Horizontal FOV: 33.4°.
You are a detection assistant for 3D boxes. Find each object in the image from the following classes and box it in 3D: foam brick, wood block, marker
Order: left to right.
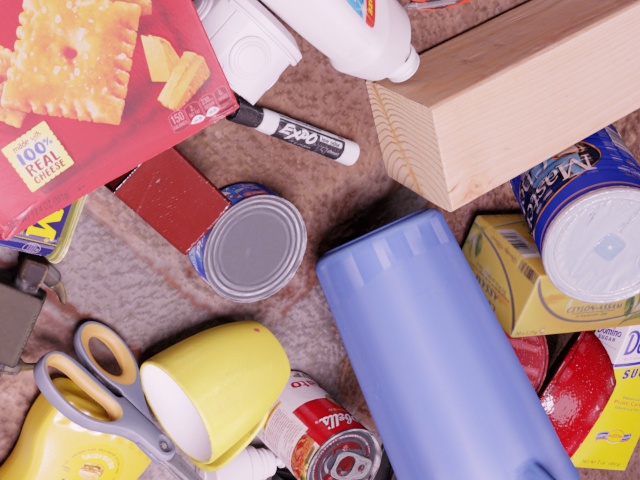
[{"bbox_3d":[-0.109,-0.037,0.730,0.051,0.053,0.078,-48,129,-5],"label":"foam brick"},{"bbox_3d":[-0.021,-0.081,0.789,0.120,0.020,0.020,17,102,-38],"label":"marker"},{"bbox_3d":[0.151,-0.118,0.841,0.205,0.090,0.091,-28,124,-19],"label":"wood block"}]

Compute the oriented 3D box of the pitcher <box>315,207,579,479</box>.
[{"bbox_3d":[0.086,0.105,0.835,0.149,0.144,0.243,-25,90,22],"label":"pitcher"}]

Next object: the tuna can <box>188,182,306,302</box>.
[{"bbox_3d":[-0.055,0.001,0.796,0.086,0.034,0.086,-14,119,-28],"label":"tuna can"}]

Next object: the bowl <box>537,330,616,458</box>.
[{"bbox_3d":[0.225,0.153,0.984,0.162,0.055,0.162,-54,168,-18],"label":"bowl"}]

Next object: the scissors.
[{"bbox_3d":[-0.118,0.130,0.765,0.016,0.096,0.201,-36,119,28],"label":"scissors"}]

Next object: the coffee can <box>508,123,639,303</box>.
[{"bbox_3d":[0.215,-0.030,0.862,0.103,0.140,0.103,-1,122,-2],"label":"coffee can"}]

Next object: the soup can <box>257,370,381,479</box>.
[{"bbox_3d":[-0.007,0.156,0.858,0.068,0.102,0.068,-14,119,-28],"label":"soup can"}]

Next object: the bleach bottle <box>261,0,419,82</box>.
[{"bbox_3d":[-0.008,-0.190,0.711,0.250,0.068,0.102,37,48,-46],"label":"bleach bottle"}]

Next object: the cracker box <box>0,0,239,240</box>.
[{"bbox_3d":[-0.162,-0.131,0.595,0.164,0.072,0.213,-32,110,-25],"label":"cracker box"}]

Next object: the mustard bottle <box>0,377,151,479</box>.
[{"bbox_3d":[-0.205,0.198,0.776,0.096,0.058,0.191,34,92,-38],"label":"mustard bottle"}]
